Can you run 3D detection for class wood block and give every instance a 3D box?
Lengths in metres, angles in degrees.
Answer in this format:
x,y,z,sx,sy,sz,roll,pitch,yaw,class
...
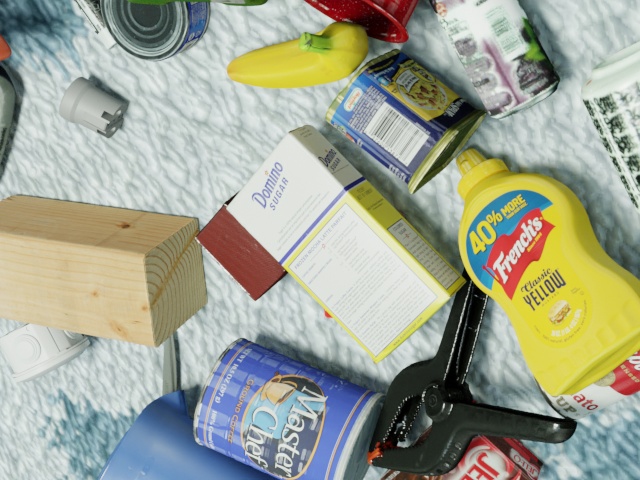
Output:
x,y,z,sx,sy,sz,roll,pitch,yaw,class
-0.219,0.023,0.974,0.206,0.090,0.090,8,116,24,wood block

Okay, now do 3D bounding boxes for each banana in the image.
x,y,z,sx,sy,sz,roll,pitch,yaw,class
-0.012,-0.137,0.784,0.069,0.198,0.037,9,88,-20,banana

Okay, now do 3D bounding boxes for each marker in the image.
x,y,z,sx,sy,sz,roll,pitch,yaw,class
-0.206,-0.216,0.897,0.020,0.020,0.121,-31,97,34,marker

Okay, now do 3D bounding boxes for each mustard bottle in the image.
x,y,z,sx,sy,sz,roll,pitch,yaw,class
0.154,0.009,0.769,0.096,0.058,0.192,-46,60,28,mustard bottle

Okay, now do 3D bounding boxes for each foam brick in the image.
x,y,z,sx,sy,sz,roll,pitch,yaw,class
-0.056,0.001,0.904,0.078,0.052,0.051,46,125,0,foam brick

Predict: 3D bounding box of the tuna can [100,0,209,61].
x,y,z,sx,sy,sz,roll,pitch,yaw,class
-0.135,-0.189,0.865,0.086,0.033,0.086,11,118,22,tuna can

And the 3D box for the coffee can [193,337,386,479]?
x,y,z,sx,sy,sz,roll,pitch,yaw,class
-0.025,0.157,0.931,0.140,0.102,0.103,20,121,18,coffee can

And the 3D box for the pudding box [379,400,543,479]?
x,y,z,sx,sy,sz,roll,pitch,yaw,class
0.120,0.199,0.916,0.090,0.039,0.114,43,124,3,pudding box

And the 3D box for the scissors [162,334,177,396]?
x,y,z,sx,sy,sz,roll,pitch,yaw,class
-0.166,0.179,1.066,0.096,0.016,0.202,1,113,27,scissors

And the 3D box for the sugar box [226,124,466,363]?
x,y,z,sx,sy,sz,roll,pitch,yaw,class
0.019,0.002,0.836,0.176,0.048,0.093,48,121,8,sugar box

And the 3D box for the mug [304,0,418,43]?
x,y,z,sx,sy,sz,roll,pitch,yaw,class
0.033,-0.193,0.739,0.093,0.117,0.081,27,88,-12,mug

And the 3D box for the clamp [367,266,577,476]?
x,y,z,sx,sy,sz,roll,pitch,yaw,class
0.103,0.117,0.855,0.210,0.036,0.164,-42,52,43,clamp

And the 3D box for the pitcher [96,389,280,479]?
x,y,z,sx,sy,sz,roll,pitch,yaw,class
-0.095,0.268,0.989,0.243,0.144,0.149,30,123,2,pitcher

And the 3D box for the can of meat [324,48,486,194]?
x,y,z,sx,sy,sz,roll,pitch,yaw,class
0.062,-0.089,0.772,0.084,0.102,0.058,39,120,8,can of meat
